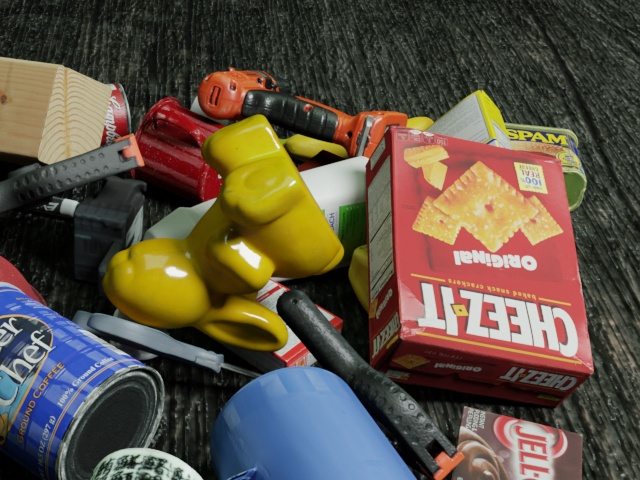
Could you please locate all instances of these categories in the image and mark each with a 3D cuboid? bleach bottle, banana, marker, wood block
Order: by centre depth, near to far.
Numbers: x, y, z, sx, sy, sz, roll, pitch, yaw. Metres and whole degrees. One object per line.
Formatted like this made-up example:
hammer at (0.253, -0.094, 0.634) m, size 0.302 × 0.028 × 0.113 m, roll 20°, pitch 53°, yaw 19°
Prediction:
bleach bottle at (-0.056, 0.001, 0.932) m, size 0.250 × 0.103 × 0.068 m, roll -17°, pitch 41°, yaw -27°
marker at (-0.262, -0.035, 1.016) m, size 0.121 × 0.020 × 0.020 m, roll 12°, pitch 34°, yaw 7°
wood block at (-0.318, -0.125, 1.021) m, size 0.206 × 0.091 × 0.090 m, roll 11°, pitch -3°, yaw 23°
banana at (0.045, -0.111, 1.167) m, size 0.197 × 0.037 × 0.070 m, roll -6°, pitch 38°, yaw -19°

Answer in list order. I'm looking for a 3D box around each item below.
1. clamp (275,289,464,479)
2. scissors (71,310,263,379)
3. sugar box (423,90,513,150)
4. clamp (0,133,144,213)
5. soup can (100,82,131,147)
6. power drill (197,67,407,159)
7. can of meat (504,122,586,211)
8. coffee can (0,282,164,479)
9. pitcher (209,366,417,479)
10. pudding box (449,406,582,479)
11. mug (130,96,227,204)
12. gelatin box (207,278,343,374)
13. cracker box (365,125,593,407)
clamp at (0.035, 0.116, 0.782) m, size 0.039 × 0.120 × 0.172 m, roll -41°, pitch 64°, yaw -8°
scissors at (-0.091, 0.086, 0.795) m, size 0.201 × 0.096 × 0.016 m, roll 17°, pitch 79°, yaw 0°
sugar box at (0.150, -0.076, 1.086) m, size 0.048 × 0.093 × 0.176 m, roll 41°, pitch 25°, yaw -27°
clamp at (-0.253, -0.042, 0.900) m, size 0.210 × 0.036 × 0.164 m, roll -17°, pitch 9°, yaw 13°
soup can at (-0.255, -0.125, 1.108) m, size 0.102 × 0.068 × 0.069 m, roll -10°, pitch 37°, yaw -22°
power drill at (-0.012, -0.126, 1.074) m, size 0.188 × 0.057 × 0.184 m, roll 18°, pitch 15°, yaw 15°
can of meat at (0.226, -0.077, 1.132) m, size 0.102 × 0.057 × 0.084 m, roll 6°, pitch 36°, yaw -1°
coffee can at (-0.195, 0.103, 0.745) m, size 0.140 × 0.103 × 0.102 m, roll 25°, pitch 38°, yaw 25°
pitcher at (0.007, 0.182, 0.635) m, size 0.145 × 0.149 × 0.243 m, roll -22°, pitch 37°, yaw -10°
pudding box at (0.137, 0.173, 0.756) m, size 0.090 × 0.039 × 0.113 m, roll 12°, pitch 34°, yaw 7°
mug at (-0.129, -0.090, 1.041) m, size 0.081 × 0.117 × 0.093 m, roll 24°, pitch 66°, yaw 17°
gelatin box at (-0.038, 0.073, 0.884) m, size 0.089 × 0.030 × 0.073 m, roll 28°, pitch 40°, yaw 29°
cracker box at (0.125, 0.016, 0.875) m, size 0.164 × 0.072 × 0.213 m, roll 11°, pitch 53°, yaw -14°
